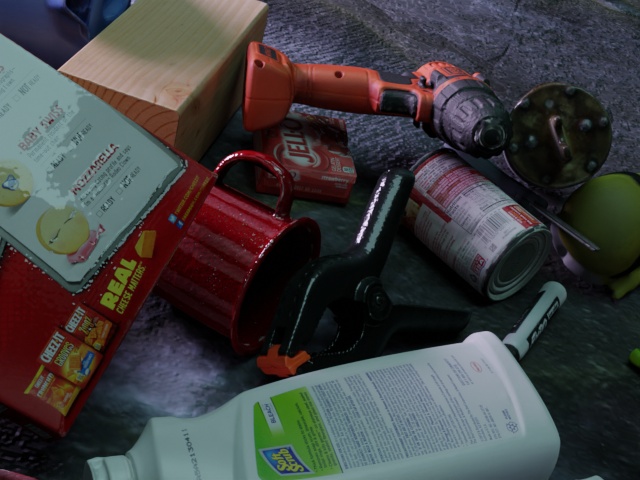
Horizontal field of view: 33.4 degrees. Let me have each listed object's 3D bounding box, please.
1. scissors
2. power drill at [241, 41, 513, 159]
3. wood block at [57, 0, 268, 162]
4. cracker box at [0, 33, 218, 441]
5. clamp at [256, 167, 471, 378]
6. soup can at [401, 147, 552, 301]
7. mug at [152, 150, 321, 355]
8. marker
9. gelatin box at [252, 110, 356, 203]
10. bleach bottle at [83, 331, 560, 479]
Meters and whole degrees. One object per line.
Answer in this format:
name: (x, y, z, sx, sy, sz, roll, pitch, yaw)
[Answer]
scissors: (0.143, -0.040, 0.799, 0.096, 0.016, 0.202, 36, 8, -9)
power drill: (0.037, -0.102, 0.783, 0.187, 0.057, 0.184, 6, 16, -8)
wood block: (-0.118, -0.117, 0.806, 0.091, 0.090, 0.206, 20, 36, 3)
cracker box: (-0.186, -0.019, 0.550, 0.213, 0.072, 0.164, 33, 67, -12)
clamp: (0.032, 0.044, 0.674, 0.171, 0.039, 0.120, -44, 106, -34)
soup can: (0.110, -0.012, 0.781, 0.068, 0.069, 0.102, -16, 48, -39)
mug: (-0.054, 0.001, 0.655, 0.082, 0.117, 0.093, 27, 20, 21)
marker: (0.142, 0.062, 0.735, 0.020, 0.020, 0.120, 30, 37, 17)
gelatin box: (-0.014, -0.068, 0.835, 0.073, 0.030, 0.089, 8, 35, -12)
bleach bottle: (-0.001, 0.109, 0.574, 0.250, 0.068, 0.103, -3, 40, -24)
